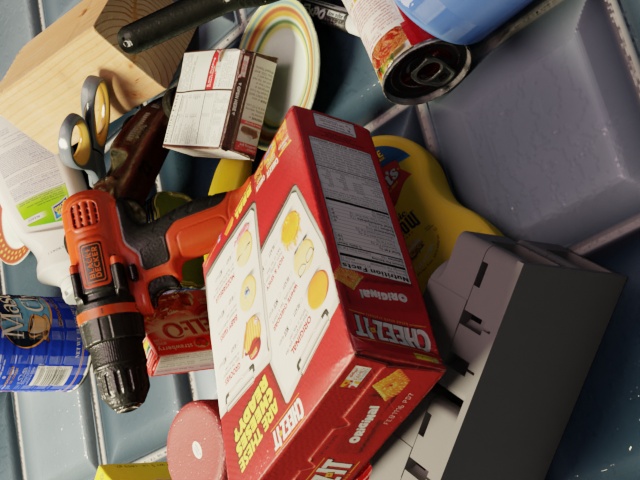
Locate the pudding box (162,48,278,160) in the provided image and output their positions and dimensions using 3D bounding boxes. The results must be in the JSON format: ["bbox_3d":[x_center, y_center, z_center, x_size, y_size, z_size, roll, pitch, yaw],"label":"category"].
[{"bbox_3d":[-0.088,-0.117,0.918,0.114,0.039,0.090,11,88,57],"label":"pudding box"}]

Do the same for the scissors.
[{"bbox_3d":[-0.220,-0.057,1.012,0.016,0.096,0.202,13,122,11],"label":"scissors"}]

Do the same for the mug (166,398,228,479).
[{"bbox_3d":[-0.073,0.180,0.864,0.093,0.081,0.117,22,101,47],"label":"mug"}]

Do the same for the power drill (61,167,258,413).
[{"bbox_3d":[-0.107,0.030,0.856,0.057,0.187,0.184,82,174,-77],"label":"power drill"}]

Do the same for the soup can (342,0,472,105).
[{"bbox_3d":[0.059,-0.158,0.774,0.069,0.068,0.102,-44,54,35],"label":"soup can"}]

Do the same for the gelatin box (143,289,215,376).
[{"bbox_3d":[-0.119,0.078,0.922,0.073,0.089,0.030,53,132,37],"label":"gelatin box"}]

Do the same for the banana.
[{"bbox_3d":[-0.071,0.011,0.922,0.070,0.037,0.198,-21,70,24],"label":"banana"}]

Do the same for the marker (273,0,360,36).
[{"bbox_3d":[-0.001,-0.189,0.880,0.121,0.020,0.020,29,106,45],"label":"marker"}]

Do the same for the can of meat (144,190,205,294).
[{"bbox_3d":[-0.152,0.014,0.992,0.084,0.057,0.102,-32,62,39],"label":"can of meat"}]

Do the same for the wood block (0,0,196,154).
[{"bbox_3d":[-0.228,-0.173,1.054,0.207,0.090,0.090,-20,41,45],"label":"wood block"}]

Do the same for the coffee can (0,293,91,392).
[{"bbox_3d":[-0.322,0.106,1.104,0.103,0.140,0.103,-8,79,47],"label":"coffee can"}]

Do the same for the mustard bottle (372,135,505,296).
[{"bbox_3d":[0.052,-0.020,0.768,0.096,0.058,0.192,-47,51,14],"label":"mustard bottle"}]

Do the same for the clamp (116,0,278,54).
[{"bbox_3d":[-0.062,-0.210,0.883,0.210,0.164,0.036,-3,124,40],"label":"clamp"}]

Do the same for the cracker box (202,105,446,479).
[{"bbox_3d":[-0.008,0.045,0.694,0.164,0.072,0.214,-57,32,36],"label":"cracker box"}]

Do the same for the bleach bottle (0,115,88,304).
[{"bbox_3d":[-0.297,-0.039,1.135,0.102,0.068,0.251,-26,61,2],"label":"bleach bottle"}]
